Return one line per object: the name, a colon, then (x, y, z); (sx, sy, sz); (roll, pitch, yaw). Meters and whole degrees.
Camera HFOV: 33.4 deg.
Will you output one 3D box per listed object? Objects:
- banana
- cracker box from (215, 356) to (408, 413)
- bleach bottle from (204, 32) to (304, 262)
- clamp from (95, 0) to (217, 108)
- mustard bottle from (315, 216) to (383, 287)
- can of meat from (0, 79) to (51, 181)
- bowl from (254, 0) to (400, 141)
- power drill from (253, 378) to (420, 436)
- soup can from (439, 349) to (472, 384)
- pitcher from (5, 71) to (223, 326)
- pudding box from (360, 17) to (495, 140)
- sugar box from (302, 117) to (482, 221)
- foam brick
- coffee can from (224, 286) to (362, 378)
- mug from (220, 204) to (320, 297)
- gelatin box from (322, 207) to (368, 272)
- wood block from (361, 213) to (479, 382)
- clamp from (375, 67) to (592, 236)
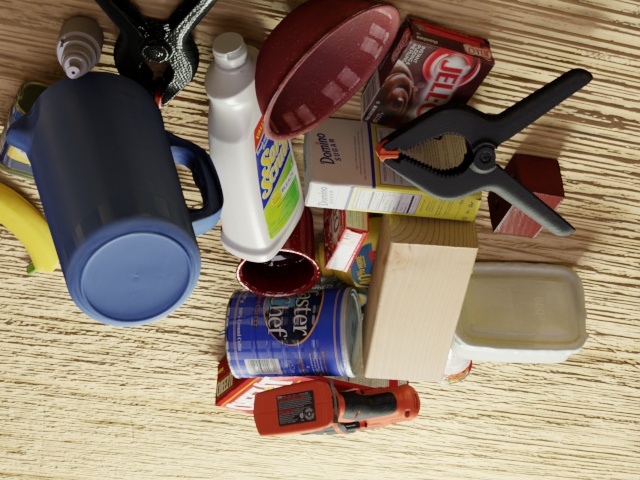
banana: (-0.338, -0.015, 1.184); (0.070, 0.037, 0.197); (-11, 142, 9)
cracker box: (-0.012, 0.190, 1.423); (0.213, 0.072, 0.164); (14, 149, -21)
bleach bottle: (-0.073, -0.093, 1.043); (0.068, 0.102, 0.251); (20, 147, 22)
clamp: (-0.140, -0.186, 0.967); (0.120, 0.039, 0.171); (2, 149, 5)
mustard bottle: (0.075, 0.012, 1.221); (0.192, 0.058, 0.096); (-7, 141, 8)
can of meat: (-0.263, -0.103, 1.057); (0.102, 0.057, 0.084); (16, 137, -23)
bowl: (-0.005, -0.164, 0.950); (0.162, 0.055, 0.162); (-39, 166, -12)
power drill: (0.003, 0.204, 1.280); (0.185, 0.057, 0.187); (-17, 164, 30)
soup can: (0.165, 0.130, 1.372); (0.068, 0.068, 0.102); (-3, 142, 1)
pitcher: (-0.170, -0.037, 0.929); (0.149, 0.243, 0.145); (-31, 130, 2)
pudding box: (0.100, -0.152, 1.021); (0.090, 0.039, 0.114); (12, 141, -20)
sugar box: (0.071, -0.073, 1.081); (0.176, 0.093, 0.048); (4, 142, -7)
foam brick: (0.221, -0.047, 1.153); (0.051, 0.053, 0.078); (9, 141, -14)
coffee can: (-0.029, 0.107, 1.229); (0.140, 0.102, 0.103); (-2, 143, 13)
mug: (-0.058, 0.001, 1.181); (0.117, 0.081, 0.093); (18, 138, -25)
gelatin box: (0.026, -0.023, 1.147); (0.030, 0.089, 0.073); (10, 141, -14)
wood block: (0.103, 0.051, 1.155); (0.091, 0.090, 0.206); (5, 132, -3)
clamp: (0.159, -0.075, 1.026); (0.210, 0.036, 0.164); (-6, 107, -4)
